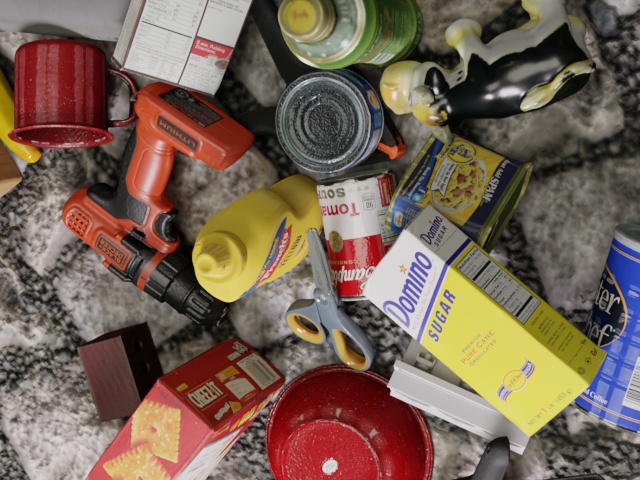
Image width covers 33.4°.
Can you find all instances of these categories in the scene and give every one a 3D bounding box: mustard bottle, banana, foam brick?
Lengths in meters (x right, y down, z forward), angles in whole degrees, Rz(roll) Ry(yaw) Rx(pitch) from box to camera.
[{"bbox_3d":[-0.055,0.001,0.872,0.058,0.191,0.096,35,108,10],"label":"mustard bottle"},{"bbox_3d":[-0.320,-0.161,1.004,0.037,0.070,0.198,-28,101,-12],"label":"banana"},{"bbox_3d":[-0.187,0.125,1.013,0.051,0.053,0.078,-15,95,20],"label":"foam brick"}]

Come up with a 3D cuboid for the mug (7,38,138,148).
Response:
[{"bbox_3d":[-0.222,-0.132,0.964,0.117,0.093,0.081,0,83,-18],"label":"mug"}]

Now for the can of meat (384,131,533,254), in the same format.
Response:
[{"bbox_3d":[0.111,-0.035,0.861,0.084,0.102,0.057,26,149,15],"label":"can of meat"}]

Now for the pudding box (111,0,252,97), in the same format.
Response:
[{"bbox_3d":[-0.112,-0.184,0.885,0.089,0.039,0.113,14,107,-27],"label":"pudding box"}]

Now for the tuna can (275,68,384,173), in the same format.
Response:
[{"bbox_3d":[0.007,-0.098,0.876,0.086,0.033,0.086,4,103,19],"label":"tuna can"}]

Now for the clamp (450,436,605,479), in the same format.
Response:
[{"bbox_3d":[0.137,0.211,0.891,0.120,0.039,0.172,37,131,-27],"label":"clamp"}]

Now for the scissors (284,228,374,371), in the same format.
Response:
[{"bbox_3d":[-0.009,0.045,0.895,0.096,0.016,0.201,15,148,35],"label":"scissors"}]

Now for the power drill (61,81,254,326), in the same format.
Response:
[{"bbox_3d":[-0.131,-0.032,0.947,0.184,0.057,0.188,35,121,7],"label":"power drill"}]

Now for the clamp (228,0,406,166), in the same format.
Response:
[{"bbox_3d":[-0.019,-0.131,0.919,0.210,0.036,0.165,22,107,17],"label":"clamp"}]

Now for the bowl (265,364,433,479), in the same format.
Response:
[{"bbox_3d":[0.017,0.195,0.955,0.162,0.055,0.162,3,100,18],"label":"bowl"}]

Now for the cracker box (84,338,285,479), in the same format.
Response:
[{"bbox_3d":[-0.142,0.196,0.951,0.072,0.164,0.214,42,109,9],"label":"cracker box"}]

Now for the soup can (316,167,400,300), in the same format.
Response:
[{"bbox_3d":[0.037,-0.006,0.906,0.069,0.068,0.102,-8,97,20],"label":"soup can"}]

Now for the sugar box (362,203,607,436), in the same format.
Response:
[{"bbox_3d":[0.121,0.062,0.817,0.176,0.048,0.093,38,139,7],"label":"sugar box"}]
